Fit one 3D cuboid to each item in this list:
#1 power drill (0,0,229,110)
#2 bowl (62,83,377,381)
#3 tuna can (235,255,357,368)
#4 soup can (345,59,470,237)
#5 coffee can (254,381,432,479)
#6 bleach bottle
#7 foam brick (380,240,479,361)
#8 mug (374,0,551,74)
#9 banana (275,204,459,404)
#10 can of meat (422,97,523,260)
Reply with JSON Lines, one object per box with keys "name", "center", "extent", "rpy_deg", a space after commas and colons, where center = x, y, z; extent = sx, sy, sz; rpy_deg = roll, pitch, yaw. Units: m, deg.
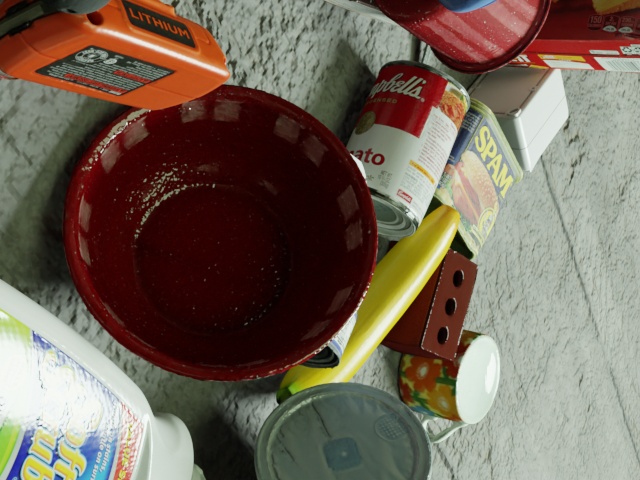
{"name": "power drill", "center": [-0.092, -0.157, 0.481], "extent": [0.184, 0.057, 0.187], "rpy_deg": [5, 71, -54]}
{"name": "bowl", "center": [-0.054, 0.001, 0.565], "extent": [0.162, 0.162, 0.055], "rpy_deg": [-63, -179, -23]}
{"name": "tuna can", "center": [-0.022, 0.042, 0.634], "extent": [0.086, 0.086, 0.033], "rpy_deg": [48, 58, -47]}
{"name": "soup can", "center": [0.053, -0.062, 0.727], "extent": [0.068, 0.069, 0.102], "rpy_deg": [45, 63, -48]}
{"name": "coffee can", "center": [0.013, 0.171, 0.660], "extent": [0.102, 0.103, 0.140], "rpy_deg": [-47, 151, -37]}
{"name": "bleach bottle", "center": [-0.132, 0.084, 0.517], "extent": [0.250, 0.068, 0.102], "rpy_deg": [42, 65, -51]}
{"name": "foam brick", "center": [0.076, 0.045, 0.793], "extent": [0.052, 0.051, 0.078], "rpy_deg": [27, 76, -52]}
{"name": "mug", "center": [0.087, -0.172, 0.666], "extent": [0.081, 0.093, 0.117], "rpy_deg": [19, 82, -50]}
{"name": "banana", "center": [0.031, 0.054, 0.726], "extent": [0.037, 0.070, 0.197], "rpy_deg": [42, 61, -1]}
{"name": "can of meat", "center": [0.100, -0.045, 0.804], "extent": [0.084, 0.058, 0.102], "rpy_deg": [-60, 138, -22]}
